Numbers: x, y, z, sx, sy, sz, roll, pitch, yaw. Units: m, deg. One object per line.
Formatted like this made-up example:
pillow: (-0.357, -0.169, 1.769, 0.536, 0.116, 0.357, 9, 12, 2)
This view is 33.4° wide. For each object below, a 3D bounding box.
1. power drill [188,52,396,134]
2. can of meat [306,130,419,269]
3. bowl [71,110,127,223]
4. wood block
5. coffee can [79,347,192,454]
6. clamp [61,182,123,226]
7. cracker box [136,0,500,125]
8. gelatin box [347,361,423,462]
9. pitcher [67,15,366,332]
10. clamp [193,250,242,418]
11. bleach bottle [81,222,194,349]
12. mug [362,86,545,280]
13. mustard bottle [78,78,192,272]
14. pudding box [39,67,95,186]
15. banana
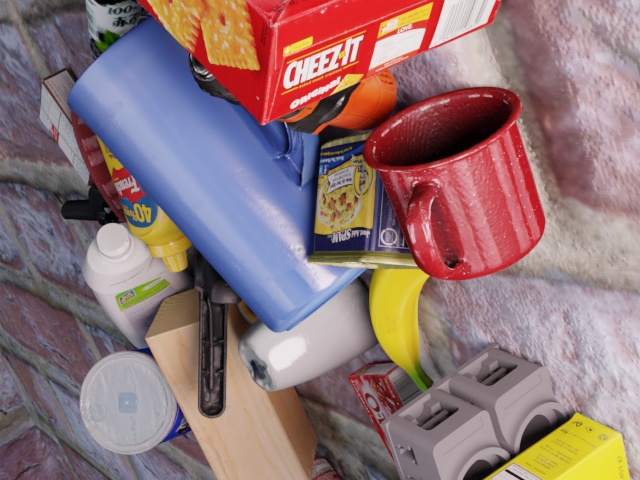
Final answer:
power drill: (-0.049, -0.146, 0.656, 0.057, 0.184, 0.188, -42, 68, 23)
can of meat: (0.036, -0.024, 0.703, 0.102, 0.057, 0.084, -3, 83, 62)
bowl: (-0.191, -0.084, 1.096, 0.162, 0.055, 0.162, 43, 150, 32)
wood block: (-0.085, 0.152, 1.074, 0.090, 0.090, 0.206, -76, -35, -66)
coffee can: (-0.175, 0.162, 1.121, 0.103, 0.103, 0.140, 55, -170, 9)
clamp: (-0.235, -0.023, 1.257, 0.120, 0.039, 0.172, 36, 154, -16)
cracker box: (-0.027, -0.174, 0.567, 0.214, 0.164, 0.072, 46, 147, 26)
gelatin box: (0.068, 0.146, 0.898, 0.089, 0.030, 0.073, 62, 155, -5)
pitcher: (-0.062, -0.058, 0.798, 0.243, 0.145, 0.149, 51, -179, 0)
clamp: (-0.095, 0.041, 0.951, 0.210, 0.036, 0.165, -101, 17, -51)
bleach bottle: (-0.182, 0.037, 1.092, 0.068, 0.102, 0.251, 54, 168, 17)
mug: (0.077, -0.024, 0.605, 0.093, 0.117, 0.081, -8, 120, 28)
mustard bottle: (-0.155, -0.060, 0.955, 0.096, 0.058, 0.191, 12, 124, 51)
pudding box: (-0.281, -0.130, 1.235, 0.113, 0.039, 0.090, 53, 154, 8)
banana: (0.068, 0.036, 0.777, 0.070, 0.037, 0.198, 28, 146, 18)
